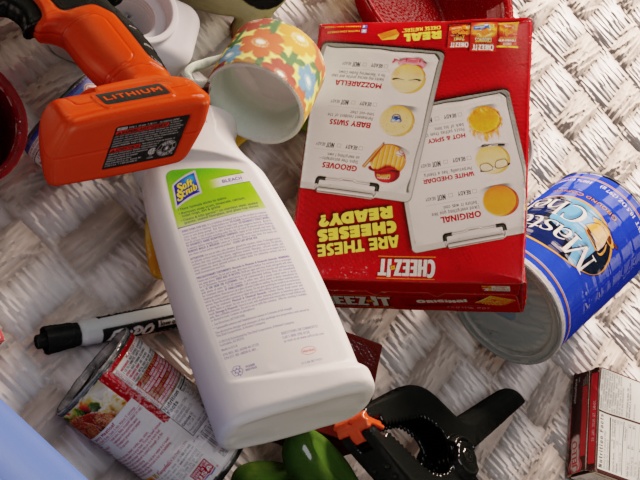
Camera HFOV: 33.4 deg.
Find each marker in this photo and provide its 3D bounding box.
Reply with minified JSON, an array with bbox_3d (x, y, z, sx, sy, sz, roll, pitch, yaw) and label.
[{"bbox_3d":[-0.130,0.056,0.706,0.120,0.020,0.020,-9,76,-32],"label":"marker"}]

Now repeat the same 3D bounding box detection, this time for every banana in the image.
[{"bbox_3d":[-0.074,-0.057,0.771,0.069,0.037,0.197,45,56,-5],"label":"banana"}]

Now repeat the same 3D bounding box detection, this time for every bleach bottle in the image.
[{"bbox_3d":[-0.054,0.001,0.684,0.102,0.068,0.251,-12,64,-17],"label":"bleach bottle"}]

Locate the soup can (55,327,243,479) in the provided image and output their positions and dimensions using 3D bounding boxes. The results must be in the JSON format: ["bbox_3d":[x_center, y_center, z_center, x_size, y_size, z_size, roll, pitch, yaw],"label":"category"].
[{"bbox_3d":[-0.104,0.112,0.670,0.102,0.069,0.068,40,57,-11],"label":"soup can"}]

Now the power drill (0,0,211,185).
[{"bbox_3d":[-0.165,-0.120,0.629,0.184,0.057,0.188,-16,61,-36],"label":"power drill"}]

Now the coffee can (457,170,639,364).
[{"bbox_3d":[0.186,0.020,0.851,0.140,0.103,0.103,-34,90,-35],"label":"coffee can"}]

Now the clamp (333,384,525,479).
[{"bbox_3d":[0.092,0.148,0.748,0.209,0.036,0.164,33,40,-33],"label":"clamp"}]

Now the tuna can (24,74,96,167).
[{"bbox_3d":[-0.155,-0.079,0.704,0.033,0.086,0.086,44,56,-6],"label":"tuna can"}]

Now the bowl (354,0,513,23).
[{"bbox_3d":[0.085,-0.206,0.909,0.161,0.055,0.162,11,66,-26],"label":"bowl"}]

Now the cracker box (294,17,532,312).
[{"bbox_3d":[0.072,-0.057,0.788,0.164,0.072,0.213,1,67,13],"label":"cracker box"}]
